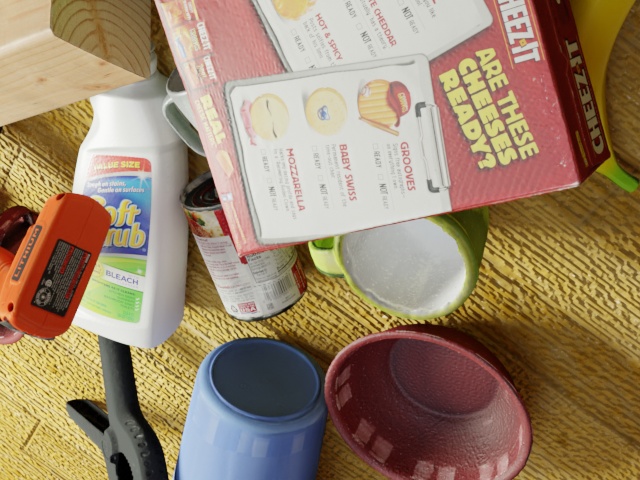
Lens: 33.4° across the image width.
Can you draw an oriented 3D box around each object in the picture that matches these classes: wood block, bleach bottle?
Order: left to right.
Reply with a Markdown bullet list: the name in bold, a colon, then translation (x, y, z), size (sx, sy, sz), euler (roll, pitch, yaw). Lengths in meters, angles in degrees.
- **wood block**: translation (-0.224, -0.141, 0.739), size (0.206, 0.090, 0.091), euler (-11, 73, 32)
- **bleach bottle**: translation (-0.150, -0.038, 0.818), size (0.103, 0.068, 0.251), euler (19, 127, 16)

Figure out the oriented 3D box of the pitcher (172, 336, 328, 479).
- **pitcher**: translation (-0.059, 0.209, 0.902), size (0.149, 0.144, 0.243), euler (20, 127, 10)

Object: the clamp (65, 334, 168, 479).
- **clamp**: translation (-0.175, 0.178, 0.937), size (0.210, 0.036, 0.165), euler (65, 145, 27)

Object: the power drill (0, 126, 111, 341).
- **power drill**: translation (-0.245, -0.013, 0.804), size (0.188, 0.184, 0.057), euler (14, 171, 37)

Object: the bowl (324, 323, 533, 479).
- **bowl**: translation (0.087, 0.118, 0.814), size (0.162, 0.055, 0.162), euler (13, 127, 17)

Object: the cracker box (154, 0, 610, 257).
- **cracker box**: translation (0.030, -0.092, 0.582), size (0.214, 0.072, 0.164), euler (-12, 100, 33)

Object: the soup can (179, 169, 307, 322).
- **soup can**: translation (-0.055, 0.001, 0.793), size (0.069, 0.068, 0.102), euler (-3, 122, 28)

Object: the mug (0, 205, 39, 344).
- **mug**: translation (-0.264, 0.019, 0.901), size (0.093, 0.081, 0.117), euler (23, 130, 10)
